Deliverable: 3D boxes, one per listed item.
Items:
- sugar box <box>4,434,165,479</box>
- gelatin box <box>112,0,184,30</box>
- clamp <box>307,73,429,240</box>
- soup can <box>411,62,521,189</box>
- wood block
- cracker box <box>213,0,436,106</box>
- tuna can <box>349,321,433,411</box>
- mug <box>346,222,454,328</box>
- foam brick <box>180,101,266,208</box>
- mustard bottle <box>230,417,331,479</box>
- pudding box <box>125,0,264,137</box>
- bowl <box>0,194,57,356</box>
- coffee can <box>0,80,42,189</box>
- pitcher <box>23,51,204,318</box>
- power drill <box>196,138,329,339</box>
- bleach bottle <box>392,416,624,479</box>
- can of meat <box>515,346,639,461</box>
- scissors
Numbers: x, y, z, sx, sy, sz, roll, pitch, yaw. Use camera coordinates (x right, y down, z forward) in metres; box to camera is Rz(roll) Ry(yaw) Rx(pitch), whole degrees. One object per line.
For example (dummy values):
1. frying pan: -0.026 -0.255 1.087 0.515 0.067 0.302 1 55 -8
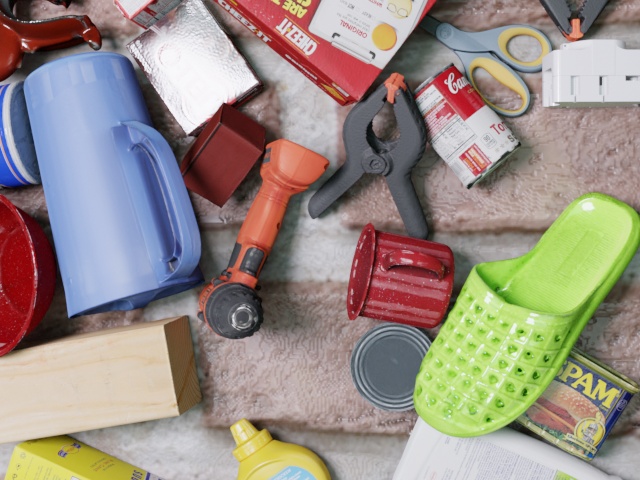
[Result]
1. sugar box: -0.211 0.244 1.049 0.176 0.093 0.048 20 94 7
2. gelatin box: -0.152 -0.246 1.043 0.089 0.073 0.030 -39 84 8
3. clamp: 0.064 -0.070 1.002 0.120 0.039 0.172 19 127 -2
4. soup can: 0.131 -0.107 1.004 0.068 0.068 0.102 -40 85 7
5. wood block: -0.233 0.138 1.051 0.206 0.090 0.090 -10 90 8
6. cracker box: 0.029 -0.257 0.981 0.164 0.072 0.213 38 83 -9
7. tuna can: 0.073 0.121 1.033 0.086 0.033 0.086 0 91 9
8. mug: 0.078 0.033 0.987 0.081 0.117 0.093 11 69 -8
9. foam brick: -0.094 -0.083 1.029 0.051 0.053 0.078 31 117 -16
10. mustard bottle: -0.028 0.257 1.038 0.096 0.058 0.191 -35 86 9
11. pudding box: -0.123 -0.172 1.056 0.090 0.039 0.113 -35 86 7
12. bowl: -0.304 0.031 1.027 0.162 0.055 0.162 2 93 37
13. coffee can: -0.350 -0.096 1.060 0.140 0.102 0.103 -9 89 9
14. pitcher: -0.198 -0.055 1.022 0.149 0.145 0.243 -16 86 1
15. power drill: -0.056 0.001 0.986 0.057 0.184 0.187 26 86 -12
16. bleach bottle: 0.199 0.241 1.003 0.251 0.068 0.102 23 95 5
17. can of meat: 0.232 0.146 0.999 0.102 0.057 0.084 31 97 7
18. scissors: 0.140 -0.207 1.028 0.096 0.016 0.202 -41 85 5
